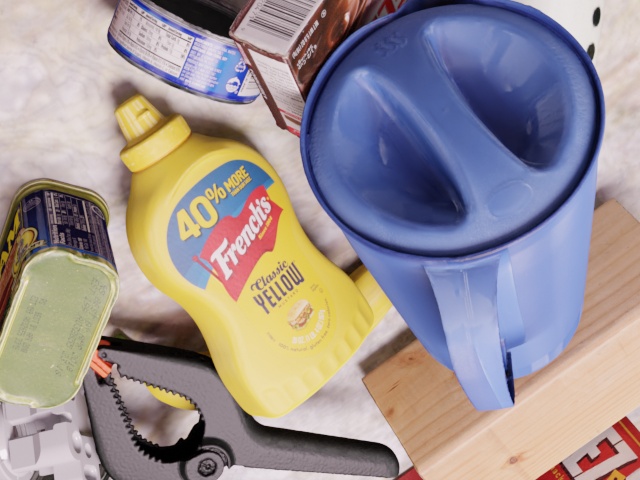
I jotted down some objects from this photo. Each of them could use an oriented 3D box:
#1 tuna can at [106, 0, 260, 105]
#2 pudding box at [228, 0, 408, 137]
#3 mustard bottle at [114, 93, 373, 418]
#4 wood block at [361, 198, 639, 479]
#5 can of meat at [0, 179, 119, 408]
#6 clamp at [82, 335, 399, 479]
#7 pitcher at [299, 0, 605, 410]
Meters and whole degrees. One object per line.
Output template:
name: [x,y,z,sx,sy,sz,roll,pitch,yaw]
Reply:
tuna can: [-0.065,-0.103,0.547,0.086,0.086,0.034,16,112,-25]
pudding box: [0.010,-0.114,0.523,0.113,0.039,0.090,-55,155,-12]
mustard bottle: [-0.054,0.001,0.605,0.096,0.058,0.191,-42,107,-25]
wood block: [0.145,0.081,0.703,0.206,0.090,0.090,-36,133,3]
can of meat: [-0.151,0.030,0.592,0.057,0.084,0.102,16,111,-25]
clamp: [-0.074,0.141,0.652,0.210,0.036,0.164,39,90,-19]
pitcher: [0.082,0.002,0.560,0.149,0.145,0.242,-50,154,-9]
